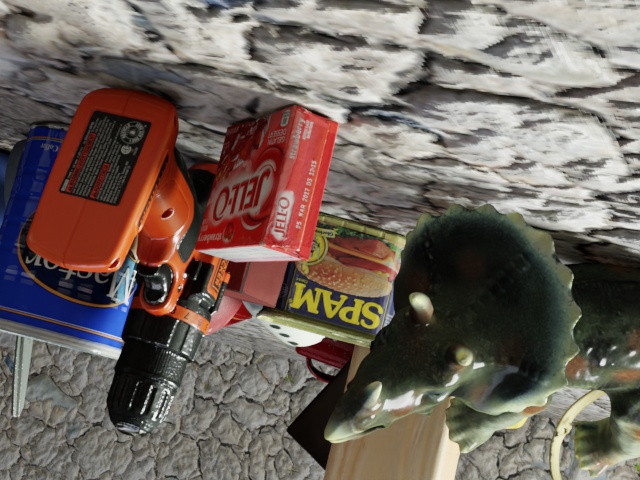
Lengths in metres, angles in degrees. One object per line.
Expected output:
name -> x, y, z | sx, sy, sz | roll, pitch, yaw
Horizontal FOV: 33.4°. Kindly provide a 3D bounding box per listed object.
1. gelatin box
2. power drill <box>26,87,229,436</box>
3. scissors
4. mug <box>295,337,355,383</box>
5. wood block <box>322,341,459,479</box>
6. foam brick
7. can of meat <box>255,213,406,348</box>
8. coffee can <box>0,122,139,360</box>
gelatin box -> -0.030, -0.027, 0.559 | 0.030, 0.073, 0.089 | 18, 170, -26
power drill -> -0.104, 0.012, 0.626 | 0.057, 0.184, 0.187 | 12, 161, 12
scissors -> -0.206, 0.023, 0.805 | 0.016, 0.202, 0.096 | 4, -169, 24
mug -> 0.018, 0.112, 1.219 | 0.081, 0.117, 0.093 | 19, -151, 4
wood block -> 0.073, 0.119, 0.860 | 0.090, 0.206, 0.090 | 11, 171, 17
foam brick -> -0.055, 0.001, 0.756 | 0.053, 0.078, 0.051 | 11, 171, 29
can of meat -> 0.012, 0.030, 0.803 | 0.102, 0.084, 0.057 | 16, 171, -8
coffee can -> -0.170, 0.002, 0.736 | 0.103, 0.140, 0.103 | 14, 171, 2
